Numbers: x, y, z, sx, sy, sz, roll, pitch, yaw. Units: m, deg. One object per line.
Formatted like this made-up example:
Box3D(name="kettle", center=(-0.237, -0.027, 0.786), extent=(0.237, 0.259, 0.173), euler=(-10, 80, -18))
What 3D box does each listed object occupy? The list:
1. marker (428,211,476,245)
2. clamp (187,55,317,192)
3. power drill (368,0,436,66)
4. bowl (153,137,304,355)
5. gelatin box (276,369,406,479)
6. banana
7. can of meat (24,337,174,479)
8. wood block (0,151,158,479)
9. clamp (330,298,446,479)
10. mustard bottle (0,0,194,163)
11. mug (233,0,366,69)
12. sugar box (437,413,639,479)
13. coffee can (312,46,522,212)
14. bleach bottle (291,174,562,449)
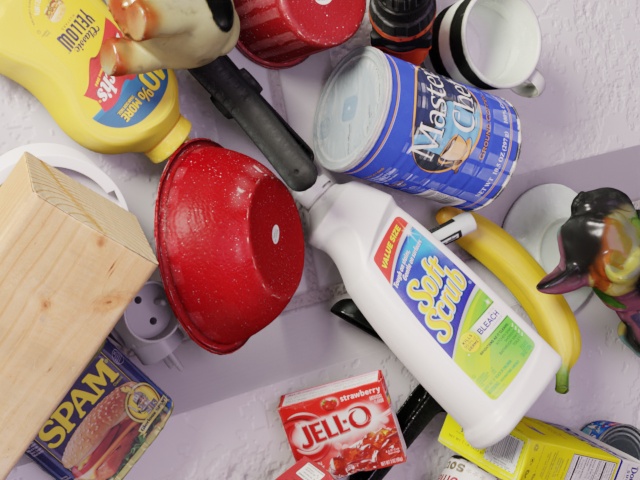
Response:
Box3D(name="marker", center=(0.077, 0.009, 0.909), extent=(0.121, 0.020, 0.020), euler=(-26, 104, -11))
Box3D(name="clamp", center=(-0.059, -0.107, 0.816), extent=(0.039, 0.120, 0.171), euler=(-39, 91, 0))
Box3D(name="power drill", center=(0.067, -0.244, 0.843), extent=(0.057, 0.184, 0.187), euler=(5, 82, 3))
Box3D(name="bowl", center=(-0.055, 0.001, 0.780), extent=(0.161, 0.055, 0.162), euler=(-8, 90, -66))
Box3D(name="gelatin box", center=(0.017, 0.152, 0.860), extent=(0.089, 0.030, 0.073), euler=(-16, 102, 8))
Box3D(name="banana", center=(0.179, 0.040, 0.958), extent=(0.198, 0.037, 0.069), euler=(53, 34, 0))
Box3D(name="can of meat", center=(-0.166, 0.125, 0.762), extent=(0.084, 0.058, 0.102), euler=(49, 68, -25))
Box3D(name="wood block", center=(-0.204, 0.060, 0.676), extent=(0.090, 0.091, 0.206), euler=(33, 98, -27))
Box3D(name="clamp", center=(0.098, 0.104, 0.926), extent=(0.209, 0.036, 0.164), euler=(-20, 106, -28))
Box3D(name="mustard bottle", center=(-0.159, -0.119, 0.763), extent=(0.191, 0.058, 0.096), euler=(43, 57, -24))
Box3D(name="mug", center=(-0.024, -0.194, 0.829), extent=(0.093, 0.082, 0.117), euler=(-44, 111, -23))
Box3D(name="sugar box", center=(0.197, 0.186, 0.937), extent=(0.175, 0.093, 0.048), euler=(16, 95, -40))
Box3D(name="coffee can", center=(0.079, -0.089, 0.878), extent=(0.140, 0.103, 0.103), euler=(15, 83, -30))
Box3D(name="bleach bottle", center=(0.071, 0.044, 0.856), extent=(0.251, 0.068, 0.102), euler=(44, 63, 2))
